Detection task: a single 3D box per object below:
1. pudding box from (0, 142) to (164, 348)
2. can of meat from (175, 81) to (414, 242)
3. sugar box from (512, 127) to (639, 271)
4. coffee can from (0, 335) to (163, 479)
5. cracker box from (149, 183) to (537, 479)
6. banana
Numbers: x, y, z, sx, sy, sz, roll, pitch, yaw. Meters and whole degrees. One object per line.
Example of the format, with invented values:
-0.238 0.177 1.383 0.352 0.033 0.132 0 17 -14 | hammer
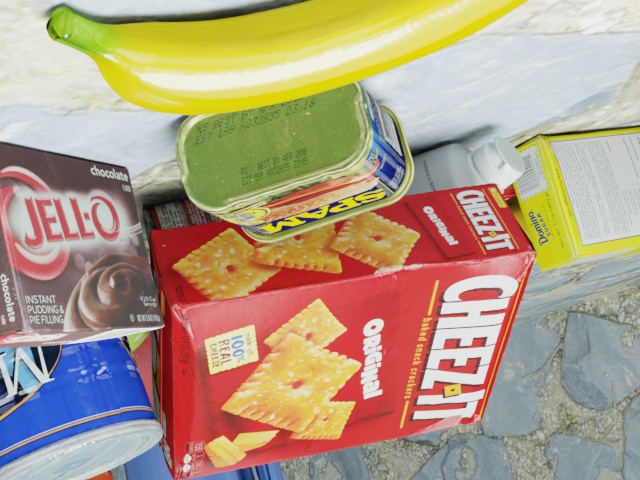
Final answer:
-0.129 0.005 0.522 0.039 0.090 0.113 -17 170 21 | pudding box
-0.012 -0.042 0.538 0.102 0.057 0.083 -18 167 14 | can of meat
0.226 -0.036 0.804 0.175 0.093 0.048 -7 167 -36 | sugar box
-0.160 0.062 0.600 0.102 0.140 0.103 -21 164 -7 | coffee can
0.007 0.059 0.647 0.213 0.072 0.164 -7 136 -16 | cracker box
0.003 -0.080 0.403 0.197 0.037 0.069 -14 171 -4 | banana
